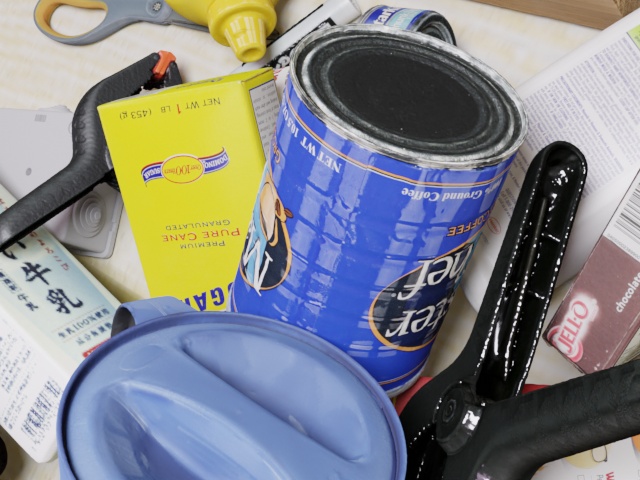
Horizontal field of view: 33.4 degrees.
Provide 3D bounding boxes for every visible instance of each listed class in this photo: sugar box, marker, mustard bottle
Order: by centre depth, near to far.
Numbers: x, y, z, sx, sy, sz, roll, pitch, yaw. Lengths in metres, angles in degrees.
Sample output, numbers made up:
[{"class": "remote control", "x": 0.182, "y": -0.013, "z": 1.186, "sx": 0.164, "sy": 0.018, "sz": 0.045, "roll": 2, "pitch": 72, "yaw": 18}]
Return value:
[{"class": "sugar box", "x": -0.054, "y": 0.001, "z": 0.588, "sx": 0.093, "sy": 0.048, "sz": 0.176, "roll": -6, "pitch": 104, "yaw": 26}, {"class": "marker", "x": -0.029, "y": -0.113, "z": 0.660, "sx": 0.121, "sy": 0.020, "sz": 0.020, "roll": -33, "pitch": 66, "yaw": 17}, {"class": "mustard bottle", "x": -0.064, "y": -0.192, "z": 0.665, "sx": 0.096, "sy": 0.058, "sz": 0.191, "roll": -25, "pitch": 63, "yaw": 20}]

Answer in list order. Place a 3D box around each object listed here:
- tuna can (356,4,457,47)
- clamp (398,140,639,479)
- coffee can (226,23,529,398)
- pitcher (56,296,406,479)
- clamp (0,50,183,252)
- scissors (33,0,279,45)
[{"class": "tuna can", "x": 0.044, "y": -0.083, "z": 0.578, "sx": 0.034, "sy": 0.086, "sz": 0.086, "roll": 12, "pitch": 84, "yaw": 28}, {"class": "clamp", "x": 0.070, "y": 0.066, "z": 0.447, "sx": 0.210, "sy": 0.036, "sz": 0.164, "roll": -56, "pitch": 20, "yaw": 32}, {"class": "coffee can", "x": 0.021, "y": -0.010, "z": 0.479, "sx": 0.103, "sy": 0.102, "sz": 0.140, "roll": 43, "pitch": 135, "yaw": 28}, {"class": "pitcher", "x": -0.059, "y": 0.153, "z": 0.476, "sx": 0.145, "sy": 0.149, "sz": 0.243, "roll": 19, "pitch": 126, "yaw": 6}, {"class": "clamp", "x": -0.129, "y": -0.044, "z": 0.647, "sx": 0.039, "sy": 0.120, "sz": 0.171, "roll": -29, "pitch": 50, "yaw": 50}, {"class": "scissors", "x": -0.110, "y": -0.173, "z": 0.718, "sx": 0.202, "sy": 0.016, "sz": 0.096, "roll": 1, "pitch": 79, "yaw": 27}]
